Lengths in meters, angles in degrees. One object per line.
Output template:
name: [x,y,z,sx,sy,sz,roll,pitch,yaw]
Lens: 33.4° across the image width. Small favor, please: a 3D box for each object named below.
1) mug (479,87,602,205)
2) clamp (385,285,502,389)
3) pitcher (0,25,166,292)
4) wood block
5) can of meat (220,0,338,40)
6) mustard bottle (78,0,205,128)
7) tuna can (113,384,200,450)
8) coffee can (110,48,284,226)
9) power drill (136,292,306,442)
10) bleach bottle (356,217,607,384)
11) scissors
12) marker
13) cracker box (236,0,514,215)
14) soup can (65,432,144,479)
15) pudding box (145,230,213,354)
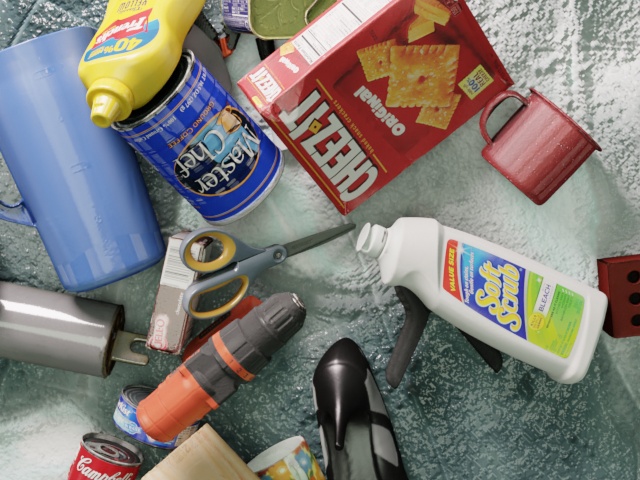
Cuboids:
mug: [0.203,-0.095,1.038,0.117,0.093,0.081,38,100,-21]
clamp: [0.126,0.065,1.084,0.120,0.039,0.171,0,93,-11]
pitcher: [-0.250,-0.074,1.037,0.149,0.144,0.243,-16,98,30]
wood block: [-0.077,0.291,1.028,0.206,0.091,0.090,44,59,12]
can of meat: [-0.036,-0.224,1.023,0.102,0.084,0.057,-7,106,-24]
mustard bottle: [-0.170,-0.175,0.973,0.096,0.191,0.058,-7,138,25]
tuna can: [-0.165,0.179,1.078,0.086,0.086,0.034,20,97,-1]
coffee can: [-0.115,-0.097,1.016,0.103,0.103,0.140,-41,122,4]
power drill: [-0.085,0.103,1.018,0.184,0.187,0.057,-38,92,6]
bleach bottle: [0.150,0.050,1.040,0.250,0.068,0.102,22,81,-12]
scissors: [-0.057,0.001,1.039,0.201,0.016,0.096,-35,117,-22]
marker: [-0.047,-0.151,1.077,0.020,0.020,0.121,-9,95,2]
cracker box: [0.056,-0.148,1.010,0.214,0.072,0.164,-38,131,3]
soup can: [-0.231,0.258,1.096,0.068,0.068,0.102,23,96,-1]
pudding box: [-0.140,0.050,1.063,0.039,0.090,0.113,15,95,-2]
